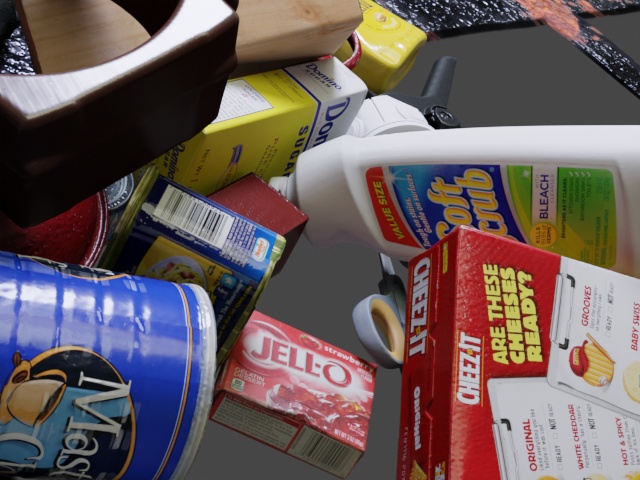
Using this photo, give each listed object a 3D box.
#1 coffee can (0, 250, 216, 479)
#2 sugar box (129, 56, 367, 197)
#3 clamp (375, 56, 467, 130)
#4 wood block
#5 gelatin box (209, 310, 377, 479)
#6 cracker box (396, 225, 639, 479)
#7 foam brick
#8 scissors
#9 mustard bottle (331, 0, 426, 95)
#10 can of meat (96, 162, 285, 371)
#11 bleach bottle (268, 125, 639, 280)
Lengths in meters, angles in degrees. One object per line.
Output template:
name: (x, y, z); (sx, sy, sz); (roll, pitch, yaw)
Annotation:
coffee can: (-0.131, 0.059, 0.493); (0.140, 0.103, 0.103); (12, 39, -24)
sugar box: (-0.046, -0.065, 0.718); (0.048, 0.093, 0.175); (45, 38, 20)
clamp: (0.108, -0.087, 0.905); (0.165, 0.036, 0.209); (44, 39, 20)
wood block: (-0.090, -0.152, 0.703); (0.206, 0.091, 0.090); (-16, 88, -14)
gelatin box: (-0.015, 0.085, 0.608); (0.089, 0.030, 0.073); (26, 34, -8)
cracker box: (0.153, 0.100, 0.630); (0.213, 0.072, 0.164); (15, 64, -20)
foam brick: (-0.054, 0.001, 0.665); (0.051, 0.053, 0.078); (39, 35, 13)
scissors: (0.039, 0.030, 0.702); (0.096, 0.016, 0.202); (37, 24, -43)
mustard bottle: (-0.002, -0.207, 0.957); (0.191, 0.058, 0.096); (33, 37, 5)
can of meat: (-0.078, 0.021, 0.581); (0.084, 0.102, 0.057); (27, 35, -8)
bleach bottle: (0.084, -0.021, 0.690); (0.251, 0.102, 0.068); (-1, 21, 10)
